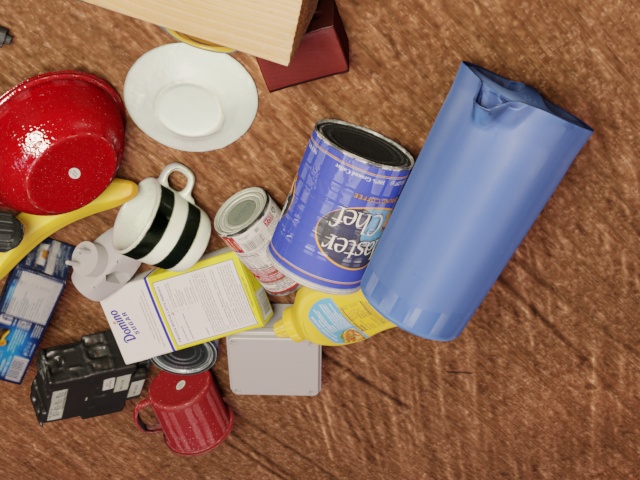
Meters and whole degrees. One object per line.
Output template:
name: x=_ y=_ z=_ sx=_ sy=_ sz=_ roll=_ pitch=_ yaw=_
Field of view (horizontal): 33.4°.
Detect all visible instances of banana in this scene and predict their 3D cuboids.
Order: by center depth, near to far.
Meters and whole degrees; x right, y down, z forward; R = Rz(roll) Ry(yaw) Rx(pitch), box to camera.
banana: x=-0.279 y=-0.014 z=1.108 sx=0.198 sy=0.070 sz=0.037 roll=-37 pitch=155 yaw=1

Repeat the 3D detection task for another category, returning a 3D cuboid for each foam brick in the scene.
foam brick: x=-0.017 y=-0.177 z=0.962 sx=0.078 sy=0.053 sz=0.051 roll=-14 pitch=132 yaw=13

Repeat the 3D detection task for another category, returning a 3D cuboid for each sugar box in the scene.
sugar box: x=-0.151 y=0.070 z=1.187 sx=0.176 sy=0.048 sz=0.093 roll=-15 pitch=103 yaw=19

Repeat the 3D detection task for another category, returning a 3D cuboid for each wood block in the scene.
wood block: x=-0.104 y=-0.228 z=0.855 sx=0.206 sy=0.090 sz=0.091 roll=18 pitch=138 yaw=3

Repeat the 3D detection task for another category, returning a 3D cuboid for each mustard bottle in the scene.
mustard bottle: x=0.031 y=0.068 z=1.144 sx=0.192 sy=0.058 sz=0.096 roll=-22 pitch=133 yaw=27

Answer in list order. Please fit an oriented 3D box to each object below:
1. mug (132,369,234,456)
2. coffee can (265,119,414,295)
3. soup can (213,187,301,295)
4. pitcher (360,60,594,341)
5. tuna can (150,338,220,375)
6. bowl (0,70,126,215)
mug: x=-0.173 y=0.205 z=1.307 sx=0.117 sy=0.093 sz=0.081 roll=-14 pitch=128 yaw=5
coffee can: x=0.018 y=-0.032 z=1.036 sx=0.102 sy=0.103 sz=0.140 roll=17 pitch=113 yaw=-14
soup can: x=-0.057 y=0.001 z=1.123 sx=0.069 sy=0.068 sz=0.102 roll=-22 pitch=129 yaw=21
pitcher: x=0.141 y=-0.032 z=0.994 sx=0.149 sy=0.145 sz=0.243 roll=22 pitch=108 yaw=-18
tuna can: x=-0.162 y=0.121 z=1.265 sx=0.086 sy=0.033 sz=0.086 roll=1 pitch=134 yaw=1
bowl: x=-0.245 y=-0.078 z=1.007 sx=0.162 sy=0.055 sz=0.162 roll=-26 pitch=143 yaw=-22
